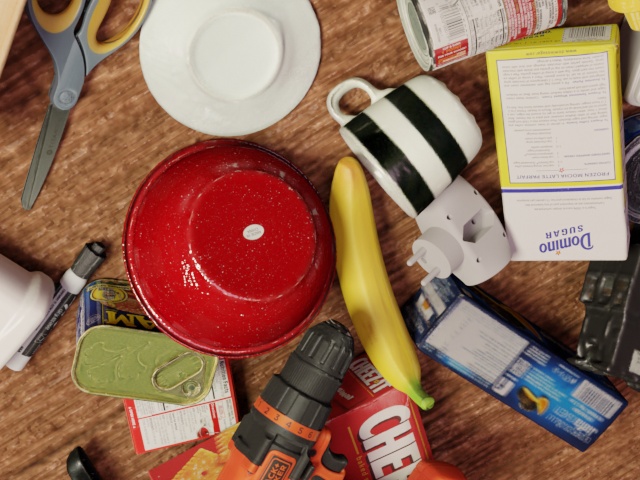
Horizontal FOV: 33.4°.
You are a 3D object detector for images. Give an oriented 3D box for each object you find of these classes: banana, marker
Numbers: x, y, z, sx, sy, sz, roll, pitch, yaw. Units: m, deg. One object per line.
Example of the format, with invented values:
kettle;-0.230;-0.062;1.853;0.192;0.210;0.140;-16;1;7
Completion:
banana;0.042;0.033;0.820;0.037;0.070;0.198;-22;93;-31
marker;-0.200;0.049;0.807;0.020;0.020;0.121;33;104;-24

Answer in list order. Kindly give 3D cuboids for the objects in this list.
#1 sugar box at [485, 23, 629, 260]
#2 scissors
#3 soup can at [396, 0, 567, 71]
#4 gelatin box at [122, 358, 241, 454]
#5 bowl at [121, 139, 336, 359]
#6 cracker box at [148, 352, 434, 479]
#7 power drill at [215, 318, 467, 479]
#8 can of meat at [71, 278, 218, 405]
sugar box;0.181;-0.070;0.804;0.093;0.048;0.176;0;122;20
scissors;-0.186;-0.113;0.722;0.096;0.016;0.202;23;110;-44
soup can;0.111;-0.166;0.746;0.102;0.068;0.068;-20;118;-2
gelatin box;-0.113;0.125;0.856;0.089;0.030;0.073;-12;117;-10
bowl;-0.055;0.001;0.751;0.162;0.055;0.162;4;79;-20
cracker box;-0.010;0.213;0.875;0.213;0.072;0.164;-26;119;-14
power drill;0.021;0.170;0.802;0.187;0.057;0.184;31;91;-25
can of meat;-0.132;0.073;0.797;0.102;0.084;0.057;10;112;-17
